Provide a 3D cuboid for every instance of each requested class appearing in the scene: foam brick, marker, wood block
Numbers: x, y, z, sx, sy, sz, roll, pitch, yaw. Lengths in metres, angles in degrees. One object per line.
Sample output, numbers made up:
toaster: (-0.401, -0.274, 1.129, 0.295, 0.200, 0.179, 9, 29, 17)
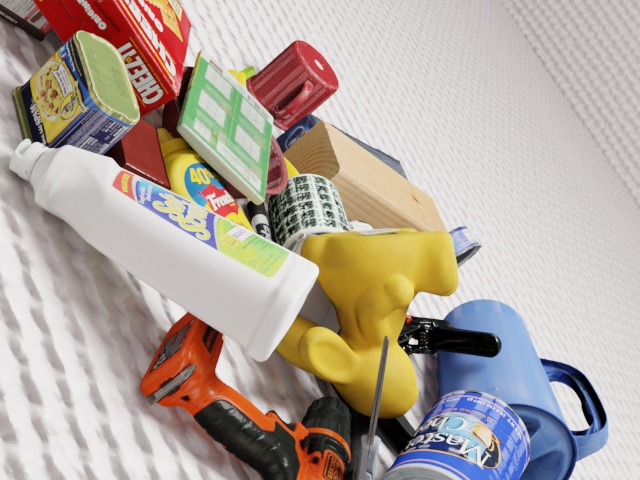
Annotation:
foam brick: (-0.171, -0.066, 0.924, 0.051, 0.053, 0.078, 28, 31, -43)
marker: (-0.057, 0.001, 1.077, 0.020, 0.020, 0.121, 32, 30, -39)
wood block: (0.049, -0.039, 1.243, 0.205, 0.090, 0.091, 31, 30, -39)

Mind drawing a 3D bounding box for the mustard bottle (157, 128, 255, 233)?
mustard bottle: (-0.105, -0.022, 0.972, 0.192, 0.058, 0.096, 58, 23, 16)

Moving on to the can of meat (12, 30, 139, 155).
can of meat: (-0.203, -0.113, 0.892, 0.057, 0.084, 0.102, 22, 36, -49)

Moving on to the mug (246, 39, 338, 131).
mug: (-0.032, -0.189, 1.320, 0.093, 0.082, 0.117, 43, 25, -19)

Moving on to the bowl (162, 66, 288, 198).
bowl: (-0.107, -0.097, 1.081, 0.162, 0.055, 0.162, 41, 25, -24)

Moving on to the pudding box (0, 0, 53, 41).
pudding box: (-0.288, -0.250, 0.992, 0.089, 0.039, 0.113, 31, 31, -43)

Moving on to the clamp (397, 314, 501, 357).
clamp: (0.103, 0.103, 1.132, 0.120, 0.039, 0.172, 5, -1, -18)

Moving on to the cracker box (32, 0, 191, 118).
cracker box: (-0.196, -0.226, 1.021, 0.164, 0.072, 0.213, 57, 12, -26)

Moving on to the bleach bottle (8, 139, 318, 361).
bleach bottle: (-0.129, -0.005, 0.821, 0.251, 0.068, 0.102, 29, 21, 4)

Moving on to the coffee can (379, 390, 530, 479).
coffee can: (0.116, 0.207, 0.928, 0.103, 0.103, 0.140, 52, 32, 0)

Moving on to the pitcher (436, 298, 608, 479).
pitcher: (0.198, 0.164, 1.152, 0.149, 0.145, 0.243, 33, 23, -14)

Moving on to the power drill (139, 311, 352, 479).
power drill: (-0.047, 0.135, 0.852, 0.187, 0.057, 0.184, 46, 20, -12)

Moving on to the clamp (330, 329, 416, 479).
clamp: (0.055, 0.160, 1.029, 0.164, 0.036, 0.210, 27, 37, -46)

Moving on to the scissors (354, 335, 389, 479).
scissors: (0.038, 0.168, 0.854, 0.016, 0.202, 0.096, 8, 4, 1)
